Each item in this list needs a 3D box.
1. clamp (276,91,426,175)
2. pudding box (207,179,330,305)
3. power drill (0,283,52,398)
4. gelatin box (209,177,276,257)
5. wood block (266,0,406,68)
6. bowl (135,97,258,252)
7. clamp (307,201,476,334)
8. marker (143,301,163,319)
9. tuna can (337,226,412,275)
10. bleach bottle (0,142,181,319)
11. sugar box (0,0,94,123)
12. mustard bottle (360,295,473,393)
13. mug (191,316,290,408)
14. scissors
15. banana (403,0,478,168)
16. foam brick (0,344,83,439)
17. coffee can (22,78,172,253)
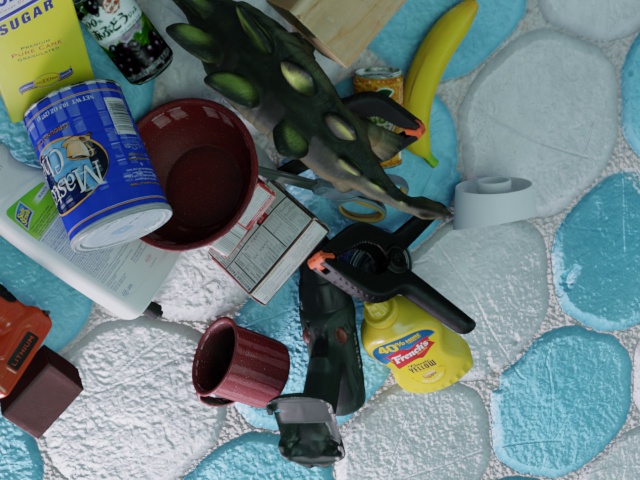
[{"bbox_3d":[0.025,-0.132,1.149,0.172,0.039,0.120,-5,115,15],"label":"clamp"},{"bbox_3d":[-0.058,0.001,1.169,0.113,0.090,0.039,-50,142,3],"label":"pudding box"},{"bbox_3d":[-0.371,0.076,1.061,0.187,0.057,0.184,50,54,-33],"label":"power drill"},{"bbox_3d":[-0.093,-0.033,1.156,0.030,0.073,0.089,36,93,-29],"label":"gelatin box"},{"bbox_3d":[0.052,-0.292,1.104,0.090,0.091,0.206,40,92,-27],"label":"wood block"},{"bbox_3d":[-0.132,-0.063,1.108,0.162,0.162,0.055,-51,160,3],"label":"bowl"},{"bbox_3d":[0.084,0.035,1.194,0.209,0.036,0.164,-4,67,-36],"label":"clamp"},{"bbox_3d":[-0.223,0.055,1.170,0.121,0.020,0.020,33,95,-28],"label":"marker"},{"bbox_3d":[0.065,0.029,1.261,0.086,0.034,0.086,-7,112,-18],"label":"tuna can"},{"bbox_3d":[-0.269,-0.025,1.096,0.250,0.068,0.102,39,69,-23],"label":"bleach bottle"},{"bbox_3d":[-0.274,-0.200,1.003,0.093,0.048,0.176,-22,142,-13],"label":"sugar box"},{"bbox_3d":[0.102,0.114,1.257,0.096,0.058,0.191,-23,139,19],"label":"mustard bottle"},{"bbox_3d":[-0.095,0.151,1.221,0.081,0.093,0.117,24,119,-31],"label":"mug"},{"bbox_3d":[0.020,-0.064,1.170,0.096,0.016,0.201,-28,146,29],"label":"scissors"},{"bbox_3d":[0.125,-0.180,1.207,0.069,0.037,0.198,-3,114,-44],"label":"banana"},{"bbox_3d":[-0.304,0.164,1.162,0.078,0.053,0.051,-47,118,2],"label":"foam brick"},{"bbox_3d":[-0.218,-0.071,1.043,0.102,0.103,0.140,-21,80,-12],"label":"coffee can"}]
